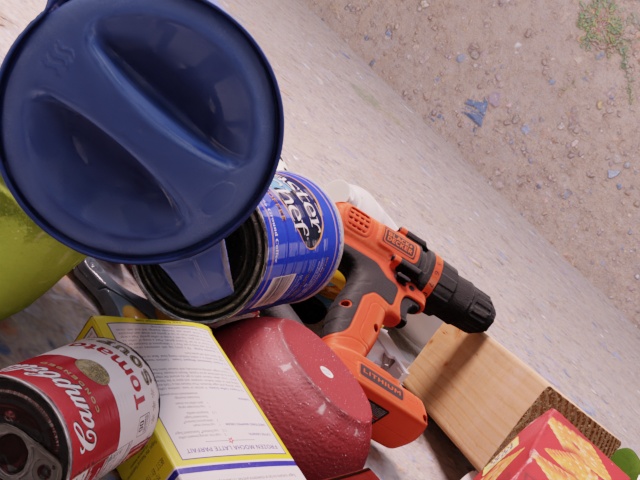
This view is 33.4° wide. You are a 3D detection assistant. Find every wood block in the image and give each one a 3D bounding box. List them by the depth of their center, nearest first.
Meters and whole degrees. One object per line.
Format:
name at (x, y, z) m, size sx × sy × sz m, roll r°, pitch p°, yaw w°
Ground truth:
wood block at (0.159, 0.148, 0.939) m, size 0.090 × 0.090 × 0.206 m, roll 36°, pitch 2°, yaw -19°

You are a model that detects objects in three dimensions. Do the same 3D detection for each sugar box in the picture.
sugar box at (-0.066, 0.119, 0.590) m, size 0.093 × 0.048 × 0.176 m, roll 10°, pitch 37°, yaw -47°

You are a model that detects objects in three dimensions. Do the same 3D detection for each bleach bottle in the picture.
bleach bottle at (0.065, 0.019, 1.059) m, size 0.103 × 0.068 × 0.250 m, roll 41°, pitch -6°, yaw 36°

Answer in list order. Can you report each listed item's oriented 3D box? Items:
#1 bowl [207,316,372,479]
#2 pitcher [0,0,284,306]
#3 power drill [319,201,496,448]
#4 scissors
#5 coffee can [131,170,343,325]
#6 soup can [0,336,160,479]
bowl at (-0.015, 0.105, 0.731) m, size 0.162 × 0.055 × 0.162 m, roll 45°, pitch 12°, yaw -13°
pitcher at (-0.093, -0.077, 0.597) m, size 0.145 × 0.149 × 0.243 m, roll 22°, pitch 14°, yaw -13°
power drill at (0.062, 0.074, 0.883) m, size 0.184 × 0.057 × 0.187 m, roll 31°, pitch 44°, yaw -14°
scissors at (-0.143, 0.029, 0.735) m, size 0.202 × 0.016 × 0.096 m, roll 48°, pitch 14°, yaw 24°
coffee can at (-0.055, 0.001, 0.752) m, size 0.103 × 0.103 × 0.140 m, roll 45°, pitch 17°, yaw 14°
soup can at (-0.125, 0.087, 0.506) m, size 0.068 × 0.068 × 0.102 m, roll 43°, pitch 14°, yaw 7°
